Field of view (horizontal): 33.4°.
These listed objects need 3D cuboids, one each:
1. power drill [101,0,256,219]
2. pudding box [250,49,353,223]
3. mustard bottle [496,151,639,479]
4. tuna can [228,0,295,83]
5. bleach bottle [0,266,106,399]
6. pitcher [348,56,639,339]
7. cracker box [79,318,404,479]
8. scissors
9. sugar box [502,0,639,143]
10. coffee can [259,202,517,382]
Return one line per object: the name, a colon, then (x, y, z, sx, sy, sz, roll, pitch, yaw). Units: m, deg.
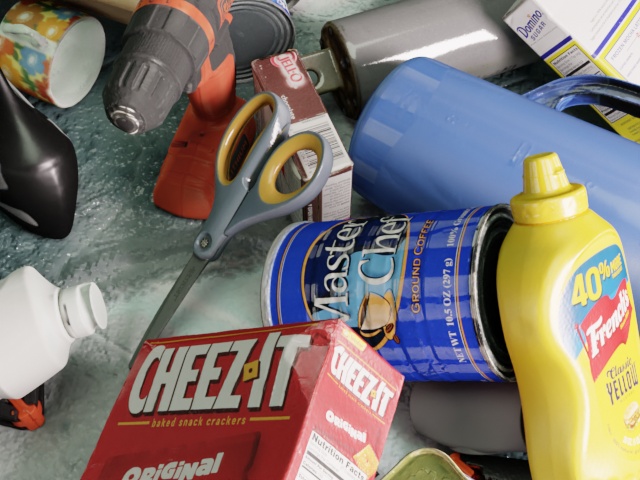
power drill: (-0.087, -0.098, 0.713, 0.057, 0.188, 0.184, 16, 56, 8)
pudding box: (-0.014, -0.063, 0.748, 0.039, 0.090, 0.113, -16, 58, -9)
mustard bottle: (0.139, 0.046, 0.590, 0.058, 0.191, 0.096, -3, 15, 46)
tuna can: (-0.064, -0.162, 0.817, 0.086, 0.086, 0.034, -11, 55, -8)
bleach bottle: (-0.254, 0.063, 0.644, 0.251, 0.068, 0.102, -15, 71, 4)
pitcher: (0.148, -0.036, 0.709, 0.243, 0.145, 0.149, 31, 34, 22)
cracker box: (-0.065, 0.150, 0.568, 0.164, 0.072, 0.213, -10, 47, 40)
scissors: (-0.054, 0.001, 0.684, 0.096, 0.016, 0.202, 16, 83, 35)
sugar box: (0.225, -0.137, 0.783, 0.176, 0.048, 0.093, 42, 61, -4)
coffee can: (0.049, 0.034, 0.642, 0.141, 0.102, 0.102, -5, 51, 32)
